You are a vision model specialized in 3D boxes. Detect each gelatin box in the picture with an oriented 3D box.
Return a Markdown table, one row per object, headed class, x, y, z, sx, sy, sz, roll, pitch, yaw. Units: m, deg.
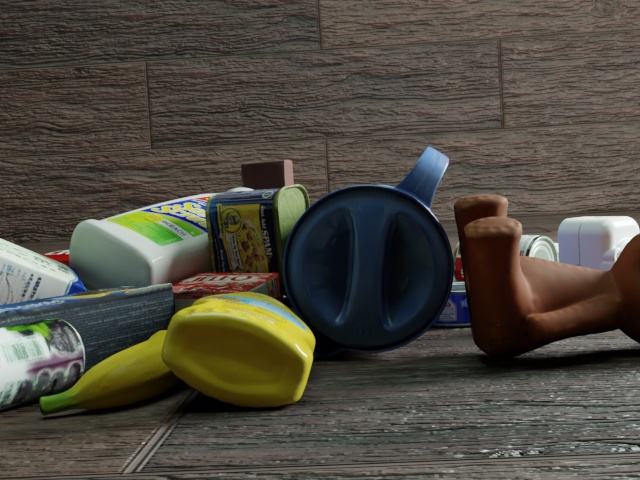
| class | x | y | z | sx | sy | sz | roll | pitch | yaw |
| --- | --- | --- | --- | --- | --- | --- | --- | --- | --- |
| gelatin box | -0.091 | 0.049 | 0.947 | 0.089 | 0.030 | 0.073 | -1 | 12 | 27 |

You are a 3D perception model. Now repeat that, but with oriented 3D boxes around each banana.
| class | x | y | z | sx | sy | sz | roll | pitch | yaw |
| --- | --- | --- | --- | --- | --- | --- | --- | --- | --- |
| banana | -0.128 | 0.088 | 0.773 | 0.070 | 0.037 | 0.197 | -1 | 4 | 14 |

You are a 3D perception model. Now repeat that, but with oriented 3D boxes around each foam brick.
| class | x | y | z | sx | sy | sz | roll | pitch | yaw |
| --- | --- | --- | --- | --- | --- | --- | --- | --- | --- |
| foam brick | -0.059 | -0.054 | 1.228 | 0.053 | 0.078 | 0.051 | -2 | 6 | 8 |

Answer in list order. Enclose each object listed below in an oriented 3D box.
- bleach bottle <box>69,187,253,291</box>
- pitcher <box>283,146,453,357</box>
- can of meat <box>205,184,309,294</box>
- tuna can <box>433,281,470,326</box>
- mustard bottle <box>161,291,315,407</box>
| class | x | y | z | sx | sy | sz | roll | pitch | yaw |
| --- | --- | --- | --- | --- | --- | --- | --- | --- | --- |
| bleach bottle | -0.128 | -0.008 | 1.064 | 0.103 | 0.068 | 0.250 | 25 | 28 | 22 |
| pitcher | 0.053 | 0.002 | 0.939 | 0.149 | 0.145 | 0.242 | -15 | 5 | 7 |
| can of meat | -0.057 | 0.001 | 0.999 | 0.084 | 0.102 | 0.057 | -2 | 8 | 30 |
| tuna can | 0.132 | 0.060 | 1.021 | 0.086 | 0.034 | 0.086 | -3 | 3 | 0 |
| mustard bottle | -0.052 | 0.071 | 0.770 | 0.096 | 0.058 | 0.191 | 15 | 3 | 1 |
